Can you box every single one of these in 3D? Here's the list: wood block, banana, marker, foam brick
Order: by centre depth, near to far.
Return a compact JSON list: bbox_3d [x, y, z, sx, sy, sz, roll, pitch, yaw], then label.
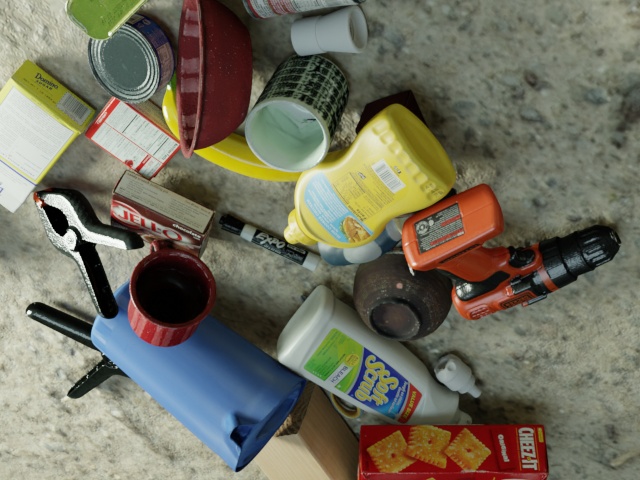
[{"bbox_3d":[0.076,-0.097,1.044,0.051,0.053,0.078,-11,124,28],"label":"foam brick"},{"bbox_3d":[-0.088,-0.103,1.107,0.197,0.037,0.070,29,133,-6],"label":"banana"},{"bbox_3d":[-0.058,0.001,1.198,0.121,0.020,0.020,25,133,-2],"label":"marker"},{"bbox_3d":[-0.003,0.288,1.374,0.091,0.090,0.206,-16,123,30],"label":"wood block"}]

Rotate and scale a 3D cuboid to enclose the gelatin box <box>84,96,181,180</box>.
[{"bbox_3d":[-0.195,-0.115,1.140,0.089,0.030,0.073,36,131,-16],"label":"gelatin box"}]

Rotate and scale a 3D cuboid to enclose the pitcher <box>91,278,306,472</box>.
[{"bbox_3d":[-0.143,0.148,1.261,0.243,0.144,0.149,36,149,12],"label":"pitcher"}]

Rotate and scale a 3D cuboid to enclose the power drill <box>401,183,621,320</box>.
[{"bbox_3d":[0.182,0.011,1.047,0.185,0.057,0.187,-28,144,26],"label":"power drill"}]

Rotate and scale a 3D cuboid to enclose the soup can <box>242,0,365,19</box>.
[{"bbox_3d":[-0.014,-0.236,0.947,0.102,0.068,0.068,-3,128,21],"label":"soup can"}]

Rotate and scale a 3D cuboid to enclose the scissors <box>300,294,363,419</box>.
[{"bbox_3d":[0.039,0.143,1.287,0.096,0.016,0.202,1,128,16],"label":"scissors"}]

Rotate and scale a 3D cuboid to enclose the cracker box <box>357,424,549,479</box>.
[{"bbox_3d":[0.152,0.284,1.275,0.213,0.072,0.164,1,145,1],"label":"cracker box"}]

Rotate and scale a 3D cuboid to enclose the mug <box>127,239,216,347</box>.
[{"bbox_3d":[-0.170,0.057,1.175,0.093,0.117,0.082,-11,159,-21],"label":"mug"}]

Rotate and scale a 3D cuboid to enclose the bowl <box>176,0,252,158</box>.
[{"bbox_3d":[-0.099,-0.157,1.006,0.055,0.162,0.162,1,134,-15],"label":"bowl"}]

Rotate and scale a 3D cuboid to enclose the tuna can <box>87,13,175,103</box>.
[{"bbox_3d":[-0.188,-0.183,1.065,0.086,0.033,0.086,15,125,22],"label":"tuna can"}]

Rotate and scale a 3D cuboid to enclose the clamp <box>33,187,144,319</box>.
[{"bbox_3d":[-0.268,0.007,1.211,0.172,0.039,0.120,37,118,31],"label":"clamp"}]

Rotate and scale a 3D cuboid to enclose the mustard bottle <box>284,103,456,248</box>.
[{"bbox_3d":[0.032,-0.045,1.026,0.192,0.058,0.096,-33,103,38],"label":"mustard bottle"}]

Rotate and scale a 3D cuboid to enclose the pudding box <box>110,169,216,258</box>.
[{"bbox_3d":[-0.177,-0.025,1.186,0.113,0.039,0.090,23,156,-2],"label":"pudding box"}]

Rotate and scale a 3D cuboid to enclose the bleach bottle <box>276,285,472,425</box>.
[{"bbox_3d":[0.076,0.156,1.248,0.250,0.068,0.103,31,112,-17],"label":"bleach bottle"}]

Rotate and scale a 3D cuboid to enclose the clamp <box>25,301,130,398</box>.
[{"bbox_3d":[-0.272,0.136,1.376,0.210,0.036,0.164,-8,126,23],"label":"clamp"}]

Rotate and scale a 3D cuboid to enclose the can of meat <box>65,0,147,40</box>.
[{"bbox_3d":[-0.181,-0.242,0.991,0.057,0.083,0.102,43,130,-18],"label":"can of meat"}]

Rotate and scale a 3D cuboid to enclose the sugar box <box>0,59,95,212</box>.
[{"bbox_3d":[-0.332,-0.112,1.182,0.093,0.048,0.177,39,134,-15],"label":"sugar box"}]
